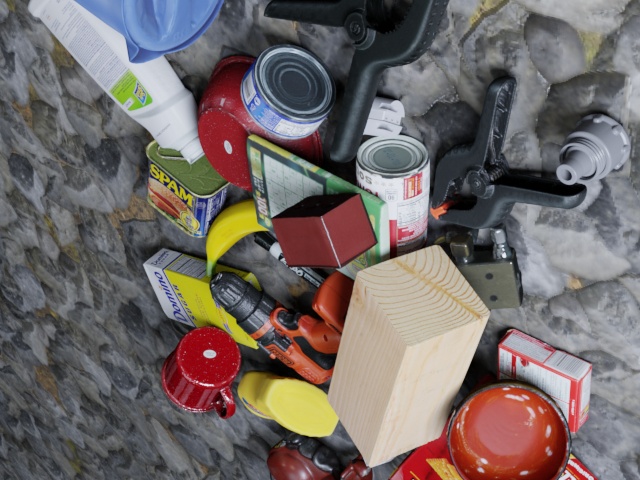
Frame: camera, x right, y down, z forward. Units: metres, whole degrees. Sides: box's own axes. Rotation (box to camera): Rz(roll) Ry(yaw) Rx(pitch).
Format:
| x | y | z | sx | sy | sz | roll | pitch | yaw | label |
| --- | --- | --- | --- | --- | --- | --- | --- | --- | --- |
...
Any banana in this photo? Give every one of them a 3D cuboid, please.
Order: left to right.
| x | y | z | sx | sy | sz | roll | pitch | yaw | label |
| --- | --- | --- | --- | --- | --- | --- | --- | --- | --- |
| -0.068 | -0.014 | 1.182 | 0.198 | 0.037 | 0.069 | -19 | 97 | 44 | banana |

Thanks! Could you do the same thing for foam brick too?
| x | y | z | sx | sy | sz | roll | pitch | yaw | label |
| --- | --- | --- | --- | --- | --- | --- | --- | --- | --- |
| 0.003 | -0.009 | 0.960 | 0.078 | 0.052 | 0.051 | -1 | 116 | 51 | foam brick |

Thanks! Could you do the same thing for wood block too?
| x | y | z | sx | sy | sz | roll | pitch | yaw | label |
| --- | --- | --- | --- | --- | --- | --- | --- | --- | --- |
| 0.077 | 0.112 | 1.005 | 0.091 | 0.090 | 0.206 | 56 | 152 | 32 | wood block |

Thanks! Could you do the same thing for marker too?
| x | y | z | sx | sy | sz | roll | pitch | yaw | label |
| --- | --- | --- | --- | --- | --- | --- | --- | --- | --- |
| -0.028 | 0.026 | 1.198 | 0.121 | 0.020 | 0.020 | 36 | 142 | 20 | marker |

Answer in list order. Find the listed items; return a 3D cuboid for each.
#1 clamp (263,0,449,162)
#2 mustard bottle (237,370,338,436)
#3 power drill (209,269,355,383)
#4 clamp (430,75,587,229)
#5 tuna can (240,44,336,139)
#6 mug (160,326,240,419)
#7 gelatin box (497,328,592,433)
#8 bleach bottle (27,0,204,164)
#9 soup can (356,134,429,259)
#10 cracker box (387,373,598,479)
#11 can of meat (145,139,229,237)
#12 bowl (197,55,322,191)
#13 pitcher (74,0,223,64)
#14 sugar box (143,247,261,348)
| x | y | z | sx | sy | sz | roll | pitch | yaw | label |
| --- | --- | --- | --- | --- | --- | --- | --- | --- | --- |
| 0.034 | -0.186 | 0.909 | 0.210 | 0.036 | 0.164 | -44 | 72 | 44 | clamp |
| -0.051 | 0.195 | 1.314 | 0.096 | 0.058 | 0.192 | 27 | 170 | -18 | mustard bottle |
| -0.018 | 0.084 | 1.173 | 0.184 | 0.057 | 0.188 | 40 | 152 | -19 | power drill |
| 0.153 | -0.050 | 0.909 | 0.120 | 0.039 | 0.172 | 58 | 152 | 15 | clamp |
| -0.029 | -0.140 | 0.996 | 0.086 | 0.086 | 0.034 | 49 | 144 | 3 | tuna can |
| -0.139 | 0.166 | 1.317 | 0.117 | 0.093 | 0.082 | 60 | 153 | 15 | mug |
| 0.212 | 0.133 | 1.016 | 0.089 | 0.030 | 0.073 | 24 | 138 | 34 | gelatin box |
| -0.213 | -0.189 | 1.179 | 0.251 | 0.068 | 0.103 | 53 | 145 | -5 | bleach bottle |
| 0.067 | -0.039 | 0.993 | 0.069 | 0.068 | 0.102 | 27 | 138 | 31 | soup can |
| 0.177 | 0.260 | 1.131 | 0.164 | 0.072 | 0.214 | 44 | 145 | 12 | cracker box |
| -0.154 | -0.063 | 1.230 | 0.102 | 0.057 | 0.084 | 38 | 145 | 18 | can of meat |
| -0.076 | -0.107 | 1.104 | 0.162 | 0.055 | 0.162 | 29 | 139 | 29 | bowl |
| -0.209 | -0.297 | 1.037 | 0.243 | 0.149 | 0.145 | 34 | 157 | 28 | pitcher |
| -0.142 | 0.071 | 1.341 | 0.177 | 0.048 | 0.093 | 11 | 132 | 41 | sugar box |
